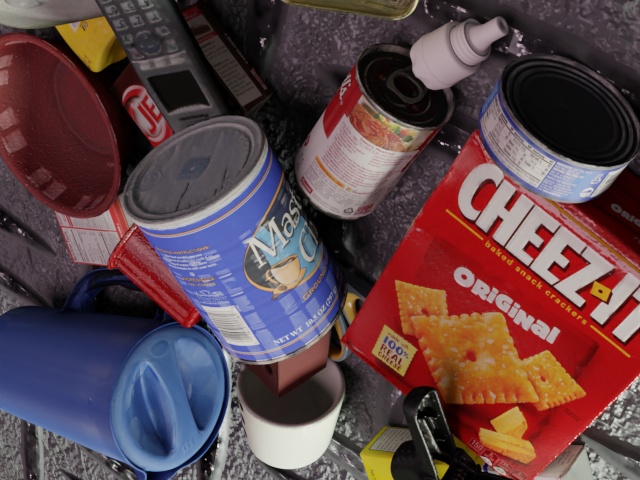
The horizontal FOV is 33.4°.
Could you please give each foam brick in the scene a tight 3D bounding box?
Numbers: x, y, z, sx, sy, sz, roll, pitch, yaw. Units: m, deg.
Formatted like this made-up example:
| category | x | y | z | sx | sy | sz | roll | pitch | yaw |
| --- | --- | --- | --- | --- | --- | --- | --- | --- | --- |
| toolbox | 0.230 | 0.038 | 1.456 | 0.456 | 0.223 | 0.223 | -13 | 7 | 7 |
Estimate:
| category | x | y | z | sx | sy | sz | roll | pitch | yaw |
| --- | --- | --- | --- | --- | --- | --- | --- | --- | --- |
| foam brick | -0.037 | 0.073 | 0.835 | 0.078 | 0.051 | 0.053 | 41 | 146 | 31 |

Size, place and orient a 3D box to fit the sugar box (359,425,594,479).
| category | x | y | z | sx | sy | sz | roll | pitch | yaw |
| --- | --- | --- | --- | --- | --- | --- | --- | --- | --- |
| sugar box | 0.121 | 0.195 | 0.804 | 0.177 | 0.048 | 0.093 | -2 | 116 | 42 |

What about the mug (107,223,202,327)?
| category | x | y | z | sx | sy | sz | roll | pitch | yaw |
| --- | --- | --- | --- | --- | --- | --- | --- | --- | --- |
| mug | -0.106 | 0.012 | 0.834 | 0.081 | 0.093 | 0.117 | 42 | 166 | 3 |

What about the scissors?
| category | x | y | z | sx | sy | sz | roll | pitch | yaw |
| --- | --- | --- | --- | --- | --- | --- | --- | --- | --- |
| scissors | 0.006 | 0.008 | 0.795 | 0.096 | 0.016 | 0.202 | 10 | 125 | 39 |

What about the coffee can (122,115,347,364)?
| category | x | y | z | sx | sy | sz | roll | pitch | yaw |
| --- | --- | --- | --- | --- | --- | --- | --- | --- | --- |
| coffee can | -0.055 | 0.001 | 0.725 | 0.103 | 0.102 | 0.140 | 5 | 139 | 38 |

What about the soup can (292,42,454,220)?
| category | x | y | z | sx | sy | sz | roll | pitch | yaw |
| --- | --- | --- | --- | --- | --- | --- | --- | --- | --- |
| soup can | 0.032 | -0.067 | 0.687 | 0.068 | 0.068 | 0.102 | 45 | 137 | 7 |

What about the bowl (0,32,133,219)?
| category | x | y | z | sx | sy | sz | roll | pitch | yaw |
| --- | --- | --- | --- | --- | --- | --- | --- | --- | --- |
| bowl | -0.205 | -0.101 | 0.873 | 0.162 | 0.055 | 0.162 | 22 | 130 | 28 |

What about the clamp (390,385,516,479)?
| category | x | y | z | sx | sy | sz | roll | pitch | yaw |
| --- | --- | --- | --- | --- | --- | --- | --- | --- | --- |
| clamp | 0.097 | 0.164 | 0.710 | 0.120 | 0.039 | 0.171 | 41 | 159 | 17 |

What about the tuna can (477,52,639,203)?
| category | x | y | z | sx | sy | sz | roll | pitch | yaw |
| --- | --- | --- | --- | --- | --- | --- | --- | --- | --- |
| tuna can | 0.132 | -0.062 | 0.592 | 0.086 | 0.086 | 0.034 | 40 | 138 | 12 |

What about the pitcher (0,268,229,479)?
| category | x | y | z | sx | sy | sz | roll | pitch | yaw |
| --- | --- | --- | --- | --- | --- | --- | --- | --- | --- |
| pitcher | -0.208 | 0.115 | 0.983 | 0.243 | 0.149 | 0.145 | 6 | 136 | 41 |

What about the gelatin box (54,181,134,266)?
| category | x | y | z | sx | sy | sz | roll | pitch | yaw |
| --- | --- | --- | --- | --- | --- | --- | --- | --- | --- |
| gelatin box | -0.192 | -0.015 | 0.939 | 0.089 | 0.030 | 0.073 | 5 | 122 | 38 |

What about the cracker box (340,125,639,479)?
| category | x | y | z | sx | sy | sz | roll | pitch | yaw |
| --- | --- | --- | --- | --- | --- | --- | --- | --- | --- |
| cracker box | 0.126 | 0.040 | 0.676 | 0.164 | 0.072 | 0.214 | 40 | 135 | 11 |

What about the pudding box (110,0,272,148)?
| category | x | y | z | sx | sy | sz | roll | pitch | yaw |
| --- | --- | --- | --- | --- | --- | --- | --- | --- | --- |
| pudding box | -0.097 | -0.109 | 0.788 | 0.090 | 0.039 | 0.114 | 53 | 137 | -1 |
